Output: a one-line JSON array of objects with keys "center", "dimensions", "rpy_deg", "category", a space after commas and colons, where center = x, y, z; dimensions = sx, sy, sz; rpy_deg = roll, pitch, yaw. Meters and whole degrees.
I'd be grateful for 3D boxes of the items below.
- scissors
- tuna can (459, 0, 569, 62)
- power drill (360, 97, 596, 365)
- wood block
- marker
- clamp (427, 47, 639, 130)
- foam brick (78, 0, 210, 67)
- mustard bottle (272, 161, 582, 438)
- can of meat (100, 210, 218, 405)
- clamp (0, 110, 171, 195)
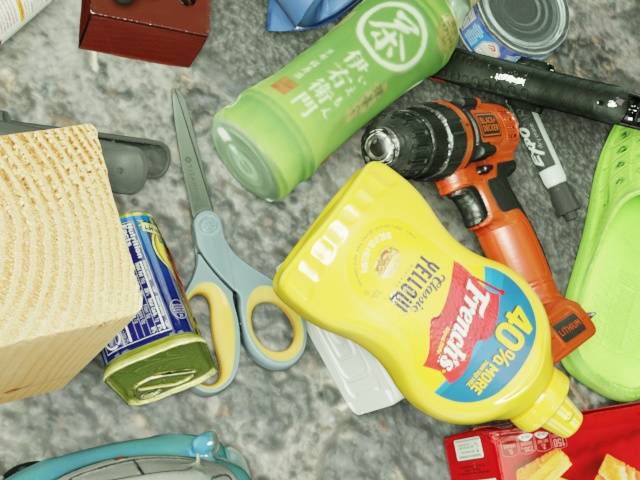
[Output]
[{"center": [-0.055, 0.001, 0.687], "dimensions": [0.096, 0.016, 0.202], "rpy_deg": [7, 72, -18], "category": "scissors"}, {"center": [0.147, -0.173, 0.817], "dimensions": [0.086, 0.034, 0.086], "rpy_deg": [7, 71, -21], "category": "tuna can"}, {"center": [0.107, -0.004, 0.699], "dimensions": [0.184, 0.057, 0.187], "rpy_deg": [-15, 83, -56], "category": "power drill"}, {"center": [-0.163, 0.026, 0.528], "dimensions": [0.090, 0.206, 0.090], "rpy_deg": [-12, 79, -25], "category": "wood block"}, {"center": [0.164, -0.071, 0.800], "dimensions": [0.020, 0.020, 0.121], "rpy_deg": [-19, 82, -27], "category": "marker"}, {"center": [0.149, -0.106, 0.736], "dimensions": [0.172, 0.120, 0.039], "rpy_deg": [15, 95, 19], "category": "clamp"}, {"center": [-0.114, -0.151, 0.692], "dimensions": [0.078, 0.051, 0.053], "rpy_deg": [6, 72, -21], "category": "foam brick"}, {"center": [0.073, 0.049, 0.612], "dimensions": [0.191, 0.058, 0.096], "rpy_deg": [39, 76, -5], "category": "mustard bottle"}, {"center": [-0.102, 0.039, 0.605], "dimensions": [0.057, 0.102, 0.084], "rpy_deg": [-21, 72, -6], "category": "can of meat"}, {"center": [-0.186, -0.057, 0.610], "dimensions": [0.210, 0.164, 0.036], "rpy_deg": [10, 95, 2], "category": "clamp"}]
